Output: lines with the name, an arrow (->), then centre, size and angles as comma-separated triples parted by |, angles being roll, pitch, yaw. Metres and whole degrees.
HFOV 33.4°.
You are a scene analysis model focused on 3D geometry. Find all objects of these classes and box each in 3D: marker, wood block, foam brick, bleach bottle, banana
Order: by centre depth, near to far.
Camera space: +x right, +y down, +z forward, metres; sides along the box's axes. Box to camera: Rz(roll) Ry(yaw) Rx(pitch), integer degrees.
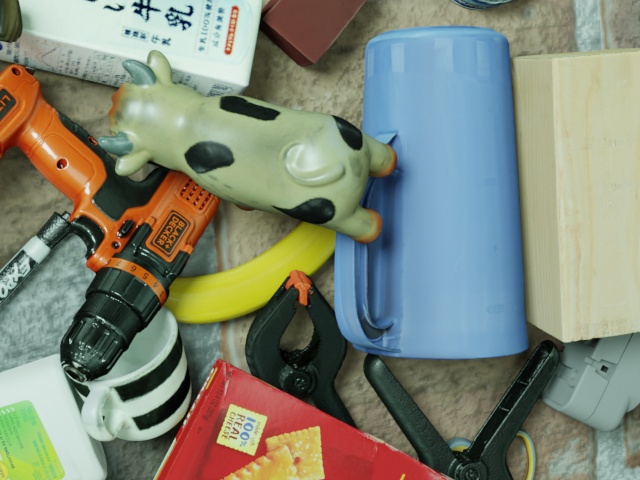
bleach bottle -> -0.290, 0.171, 0.770 | 0.250, 0.068, 0.102 | -21, 101, -8
marker -> -0.227, 0.025, 0.789 | 0.020, 0.020, 0.121 | 44, 85, -14
foam brick -> -0.005, -0.177, 0.803 | 0.053, 0.051, 0.078 | 41, 86, -15
wood block -> 0.201, -0.038, 0.808 | 0.090, 0.091, 0.206 | -7, 101, -11
banana -> -0.054, 0.020, 0.820 | 0.197, 0.037, 0.069 | -19, 102, -11

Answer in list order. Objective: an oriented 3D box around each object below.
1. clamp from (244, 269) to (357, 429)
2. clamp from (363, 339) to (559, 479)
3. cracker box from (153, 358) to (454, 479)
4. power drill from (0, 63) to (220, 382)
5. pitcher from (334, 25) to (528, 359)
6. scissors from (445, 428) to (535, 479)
clamp -> -0.011, 0.108, 0.828 | 0.120, 0.039, 0.171 | 5, 113, -22
clamp -> 0.124, 0.179, 0.865 | 0.164, 0.036, 0.210 | -9, 98, -12
cracker box -> -0.016, 0.205, 0.767 | 0.213, 0.072, 0.164 | 28, 82, -6
power drill -> -0.180, -0.017, 0.745 | 0.187, 0.057, 0.184 | 39, 54, -14
pitcher -> 0.082, -0.033, 0.797 | 0.145, 0.149, 0.243 | -1, 93, 2
scissors -> 0.127, 0.251, 0.900 | 0.096, 0.016, 0.202 | 15, 92, -13
